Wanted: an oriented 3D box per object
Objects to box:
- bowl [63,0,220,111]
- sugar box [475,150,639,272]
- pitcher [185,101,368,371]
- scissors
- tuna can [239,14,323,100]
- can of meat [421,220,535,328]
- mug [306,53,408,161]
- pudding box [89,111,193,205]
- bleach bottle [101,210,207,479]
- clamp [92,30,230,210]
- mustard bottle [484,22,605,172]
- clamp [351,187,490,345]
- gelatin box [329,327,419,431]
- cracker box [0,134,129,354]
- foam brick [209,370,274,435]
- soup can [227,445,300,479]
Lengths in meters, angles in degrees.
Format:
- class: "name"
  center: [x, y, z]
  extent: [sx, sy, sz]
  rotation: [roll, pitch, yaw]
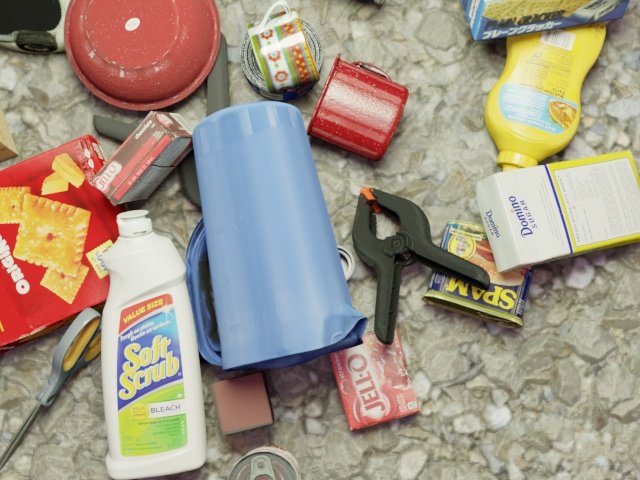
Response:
- class: "bowl"
  center: [-0.182, -0.212, 1.061]
  extent: [0.162, 0.055, 0.162]
  rotation: [0, 91, 2]
- class: "sugar box"
  center: [0.241, -0.030, 1.051]
  extent: [0.176, 0.048, 0.093]
  rotation: [-10, 81, -25]
- class: "pitcher"
  center: [-0.057, 0.001, 1.012]
  extent: [0.149, 0.145, 0.243]
  rotation: [-10, 81, -11]
- class: "scissors"
  center: [-0.259, 0.143, 1.069]
  extent: [0.016, 0.096, 0.202]
  rotation: [38, 115, 13]
- class: "tuna can"
  center: [-0.040, -0.190, 1.112]
  extent: [0.086, 0.034, 0.086]
  rotation: [0, 82, 0]
- class: "can of meat"
  center: [0.162, 0.033, 1.071]
  extent: [0.102, 0.057, 0.084]
  rotation: [17, 80, 2]
- class: "mug"
  center: [0.041, -0.139, 1.086]
  extent: [0.081, 0.093, 0.117]
  rotation: [22, 46, -2]
- class: "pudding box"
  center: [-0.166, -0.079, 1.028]
  extent: [0.039, 0.113, 0.090]
  rotation: [44, 98, 2]
- class: "bleach bottle"
  center: [-0.170, 0.097, 1.016]
  extent: [0.102, 0.068, 0.251]
  rotation: [-7, 103, -4]
- class: "clamp"
  center: [-0.126, -0.093, 1.098]
  extent: [0.164, 0.036, 0.210]
  rotation: [-30, 83, 2]
- class: "mustard bottle"
  center: [0.221, -0.143, 1.093]
  extent: [0.096, 0.058, 0.191]
  rotation: [18, 82, 1]
- class: "clamp"
  center: [0.090, 0.011, 1.046]
  extent: [0.120, 0.039, 0.171]
  rotation: [-19, 58, 3]
- class: "gelatin box"
  center: [0.052, 0.139, 1.069]
  extent: [0.073, 0.030, 0.089]
  rotation: [-15, 82, -2]
- class: "cracker box"
  center: [-0.292, 0.011, 1.067]
  extent: [0.213, 0.072, 0.164]
  rotation: [-23, 84, -3]
- class: "foam brick"
  center: [-0.075, 0.158, 1.044]
  extent: [0.051, 0.078, 0.053]
  rotation: [-14, 85, -2]
- class: "soup can"
  center: [-0.052, 0.232, 1.021]
  extent: [0.068, 0.102, 0.068]
  rotation: [0, 82, 0]
